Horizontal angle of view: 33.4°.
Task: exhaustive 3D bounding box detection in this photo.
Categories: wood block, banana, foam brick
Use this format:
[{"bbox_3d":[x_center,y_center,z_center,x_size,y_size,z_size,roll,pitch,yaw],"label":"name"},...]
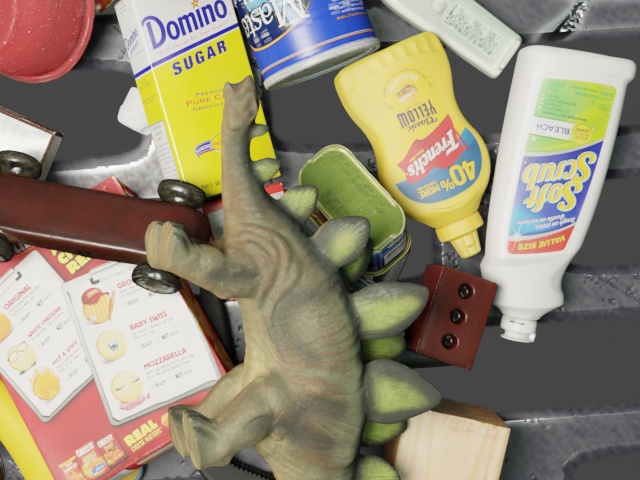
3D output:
[{"bbox_3d":[0.090,0.242,0.916,0.090,0.091,0.206,13,92,-2],"label":"wood block"},{"bbox_3d":[-0.254,0.180,0.907,0.070,0.037,0.198,-25,94,24],"label":"banana"},{"bbox_3d":[0.108,0.064,0.902,0.053,0.051,0.078,19,83,-9],"label":"foam brick"}]

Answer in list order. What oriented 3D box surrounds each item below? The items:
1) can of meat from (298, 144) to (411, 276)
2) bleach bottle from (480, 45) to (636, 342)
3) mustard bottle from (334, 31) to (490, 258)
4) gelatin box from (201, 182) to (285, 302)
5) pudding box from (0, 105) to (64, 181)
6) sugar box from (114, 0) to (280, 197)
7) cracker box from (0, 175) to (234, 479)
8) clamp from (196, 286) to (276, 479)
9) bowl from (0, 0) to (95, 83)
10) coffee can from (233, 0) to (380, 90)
[{"bbox_3d":[0.028,-0.025,0.893,0.057,0.084,0.102,-41,78,-4],"label":"can of meat"},{"bbox_3d":[0.199,-0.036,0.925,0.102,0.068,0.251,9,94,-3],"label":"bleach bottle"},{"bbox_3d":[0.092,-0.075,0.920,0.096,0.058,0.191,-25,93,-6],"label":"mustard bottle"},{"bbox_3d":[-0.056,0.001,0.931,0.073,0.030,0.089,-17,93,-3],"label":"gelatin box"},{"bbox_3d":[-0.285,-0.059,0.915,0.090,0.039,0.113,24,93,-3],"label":"pudding box"},{"bbox_3d":[-0.103,-0.126,0.900,0.093,0.048,0.176,-18,96,-30],"label":"sugar box"},{"bbox_3d":[-0.181,0.081,0.887,0.164,0.072,0.214,-31,79,0],"label":"cracker box"},{"bbox_3d":[-0.086,0.142,0.932,0.210,0.036,0.164,38,91,0],"label":"clamp"},{"bbox_3d":[-0.262,-0.201,0.861,0.162,0.055,0.162,11,115,26],"label":"bowl"},{"bbox_3d":[-0.022,-0.209,0.887,0.103,0.103,0.140,-21,93,-2],"label":"coffee can"}]
